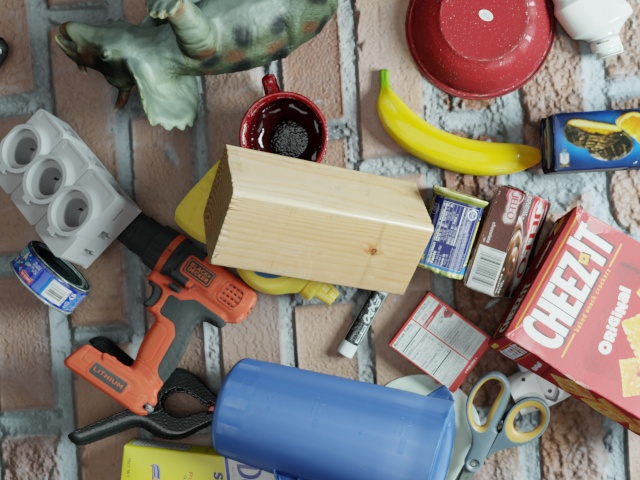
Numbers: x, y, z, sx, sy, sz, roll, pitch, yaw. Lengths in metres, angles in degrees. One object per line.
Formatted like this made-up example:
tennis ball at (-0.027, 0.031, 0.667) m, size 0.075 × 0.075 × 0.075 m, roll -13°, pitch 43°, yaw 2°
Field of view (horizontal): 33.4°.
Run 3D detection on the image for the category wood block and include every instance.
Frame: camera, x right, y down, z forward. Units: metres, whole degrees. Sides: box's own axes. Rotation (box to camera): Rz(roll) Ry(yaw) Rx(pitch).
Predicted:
wood block at (-0.005, -0.019, 1.071) m, size 0.205 × 0.090 × 0.091 m, roll 10°, pitch 124°, yaw -18°

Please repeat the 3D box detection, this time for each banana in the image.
banana at (0.135, -0.111, 1.138) m, size 0.198 × 0.037 × 0.069 m, roll 29°, pitch 94°, yaw 3°

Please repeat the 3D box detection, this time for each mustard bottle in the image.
mustard bottle at (-0.057, 0.001, 1.148) m, size 0.191 × 0.058 × 0.096 m, roll 41°, pitch 74°, yaw 1°

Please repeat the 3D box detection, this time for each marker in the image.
marker at (0.055, 0.072, 1.162) m, size 0.020 × 0.020 × 0.121 m, roll 29°, pitch 95°, yaw 3°

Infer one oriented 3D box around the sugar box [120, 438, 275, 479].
sugar box at (-0.130, 0.276, 1.175) m, size 0.176 × 0.048 × 0.093 m, roll 5°, pitch 92°, yaw 6°

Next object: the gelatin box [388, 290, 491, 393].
gelatin box at (0.129, 0.109, 1.150) m, size 0.089 × 0.030 × 0.073 m, roll 36°, pitch 93°, yaw 7°

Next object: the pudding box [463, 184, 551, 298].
pudding box at (0.196, 0.002, 1.109) m, size 0.039 × 0.089 × 0.113 m, roll 23°, pitch 96°, yaw 28°

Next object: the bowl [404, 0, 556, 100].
bowl at (0.170, -0.231, 1.121) m, size 0.162 × 0.055 × 0.162 m, roll 0°, pitch 92°, yaw 5°

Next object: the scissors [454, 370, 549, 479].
scissors at (0.184, 0.232, 1.134) m, size 0.096 × 0.016 × 0.202 m, roll 10°, pitch 110°, yaw 7°

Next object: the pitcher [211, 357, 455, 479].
pitcher at (0.011, 0.210, 1.102) m, size 0.243 × 0.149 × 0.145 m, roll 13°, pitch 108°, yaw 16°

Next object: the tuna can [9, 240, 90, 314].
tuna can at (-0.292, 0.039, 1.160) m, size 0.086 × 0.086 × 0.034 m, roll 43°, pitch 93°, yaw 2°

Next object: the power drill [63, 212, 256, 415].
power drill at (-0.189, 0.077, 1.145) m, size 0.184 × 0.057 × 0.187 m, roll 34°, pitch 79°, yaw 6°

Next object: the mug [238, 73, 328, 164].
mug at (-0.039, -0.119, 1.131) m, size 0.093 × 0.081 × 0.117 m, roll -20°, pitch 91°, yaw 6°

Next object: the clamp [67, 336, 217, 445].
clamp at (-0.192, 0.184, 1.171) m, size 0.171 × 0.039 × 0.120 m, roll 17°, pitch 79°, yaw 6°

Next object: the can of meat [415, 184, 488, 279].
can of meat at (0.133, -0.010, 1.112) m, size 0.057 × 0.102 × 0.084 m, roll 16°, pitch 96°, yaw 4°

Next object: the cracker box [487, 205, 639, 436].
cracker box at (0.307, 0.090, 1.089) m, size 0.213 × 0.072 × 0.164 m, roll 31°, pitch 74°, yaw 2°
